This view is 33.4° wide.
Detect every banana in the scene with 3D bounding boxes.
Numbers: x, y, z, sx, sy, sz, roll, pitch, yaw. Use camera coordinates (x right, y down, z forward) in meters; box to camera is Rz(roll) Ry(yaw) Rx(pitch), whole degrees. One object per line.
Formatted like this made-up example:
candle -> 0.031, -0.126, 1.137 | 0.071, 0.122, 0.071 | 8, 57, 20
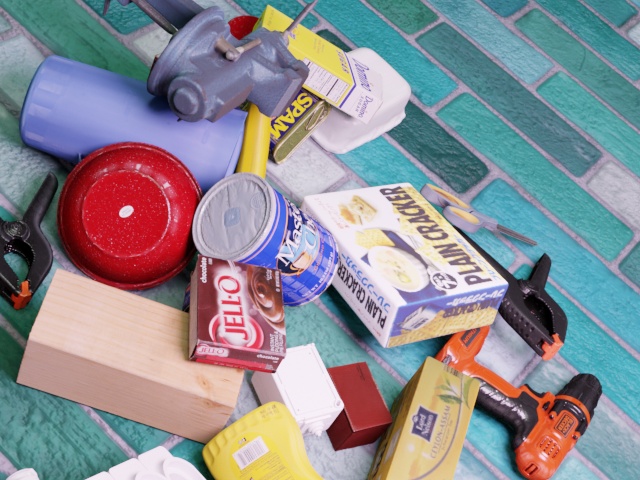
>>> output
banana -> -0.082, -0.091, 1.282 | 0.037, 0.070, 0.197 | 10, 66, -6

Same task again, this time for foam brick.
foam brick -> 0.033, 0.177, 1.142 | 0.052, 0.051, 0.078 | -6, 57, -30

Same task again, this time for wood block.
wood block -> -0.184, 0.117, 1.063 | 0.206, 0.091, 0.090 | 20, 48, -9

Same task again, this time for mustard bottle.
mustard bottle -> -0.030, 0.258, 1.026 | 0.096, 0.058, 0.192 | -34, 68, 3

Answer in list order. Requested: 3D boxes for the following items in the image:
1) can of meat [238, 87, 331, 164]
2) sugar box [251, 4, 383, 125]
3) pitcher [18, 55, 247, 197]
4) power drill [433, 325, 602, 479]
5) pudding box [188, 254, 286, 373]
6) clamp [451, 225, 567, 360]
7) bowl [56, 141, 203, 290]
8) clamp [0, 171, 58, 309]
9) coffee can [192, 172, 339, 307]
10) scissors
can of meat -> -0.051, -0.163, 1.353 | 0.084, 0.057, 0.102 | 42, 84, 14
sugar box -> -0.004, -0.220, 1.333 | 0.176, 0.048, 0.093 | 27, 28, -13
pitcher -> -0.215, -0.114, 1.218 | 0.242, 0.145, 0.149 | 19, 16, -5
power drill -> 0.229, 0.166, 1.238 | 0.188, 0.057, 0.184 | 40, 42, 10
pudding box -> -0.083, 0.073, 1.058 | 0.090, 0.039, 0.113 | 12, 43, -19
clamp -> 0.237, 0.061, 1.301 | 0.164, 0.036, 0.210 | 18, 32, -19
bowl -> -0.203, -0.027, 1.134 | 0.162, 0.055, 0.162 | 0, 89, -4
clamp -> -0.320, -0.010, 1.139 | 0.120, 0.039, 0.171 | -12, 66, -29
coffee can -> -0.058, 0.001, 1.162 | 0.140, 0.103, 0.103 | 37, 30, -51
scissors -> 0.213, -0.016, 1.348 | 0.201, 0.016, 0.096 | 26, 20, -21
